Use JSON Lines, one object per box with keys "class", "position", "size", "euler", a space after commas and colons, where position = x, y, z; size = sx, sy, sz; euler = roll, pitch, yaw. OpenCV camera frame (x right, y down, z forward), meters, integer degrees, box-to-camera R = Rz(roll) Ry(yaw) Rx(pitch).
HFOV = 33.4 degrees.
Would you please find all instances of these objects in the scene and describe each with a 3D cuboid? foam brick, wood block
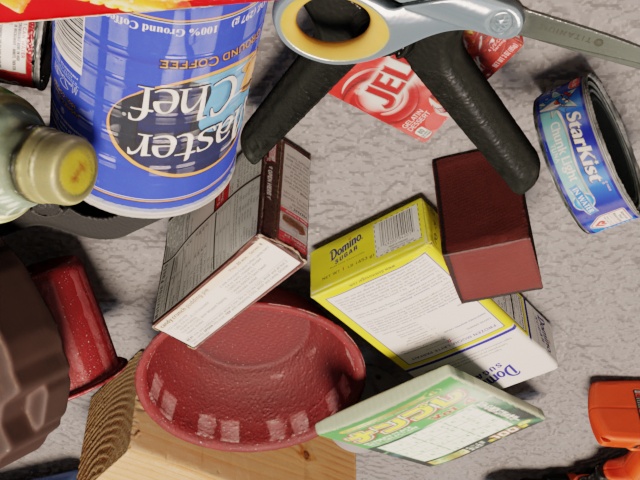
{"class": "foam brick", "position": [0.101, -0.010, 0.647], "size": [0.051, 0.078, 0.053], "euler": [-13, 139, 14]}
{"class": "wood block", "position": [-0.079, 0.179, 0.853], "size": [0.205, 0.091, 0.090], "euler": [26, 132, -26]}

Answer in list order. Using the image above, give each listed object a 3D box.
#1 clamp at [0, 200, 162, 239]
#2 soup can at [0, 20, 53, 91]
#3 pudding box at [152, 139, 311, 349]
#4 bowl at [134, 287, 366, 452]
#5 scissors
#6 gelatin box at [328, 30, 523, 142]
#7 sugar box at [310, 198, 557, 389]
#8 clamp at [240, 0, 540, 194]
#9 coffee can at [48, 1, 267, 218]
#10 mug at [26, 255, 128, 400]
{"class": "clamp", "position": [-0.171, -0.041, 0.645], "size": [0.171, 0.039, 0.120], "euler": [-4, 144, 9]}
{"class": "soup can", "position": [-0.186, -0.117, 0.535], "size": [0.102, 0.068, 0.069], "euler": [9, 138, -8]}
{"class": "pudding box", "position": [-0.054, 0.001, 0.651], "size": [0.039, 0.090, 0.114], "euler": [28, 131, -27]}
{"class": "bowl", "position": [-0.050, 0.082, 0.762], "size": [0.162, 0.055, 0.162], "euler": [-3, 133, -3]}
{"class": "scissors", "position": [0.065, -0.093, 0.490], "size": [0.201, 0.016, 0.096], "euler": [27, 133, -18]}
{"class": "gelatin box", "position": [0.053, -0.101, 0.578], "size": [0.073, 0.030, 0.089], "euler": [24, 133, -24]}
{"class": "sugar box", "position": [0.081, 0.049, 0.739], "size": [0.093, 0.048, 0.176], "euler": [-25, 136, 27]}
{"class": "clamp", "position": [0.043, -0.103, 0.522], "size": [0.164, 0.036, 0.210], "euler": [11, 138, 4]}
{"class": "coffee can", "position": [-0.083, -0.095, 0.533], "size": [0.102, 0.103, 0.140], "euler": [8, 138, -9]}
{"class": "mug", "position": [-0.194, 0.061, 0.713], "size": [0.117, 0.093, 0.081], "euler": [-10, 102, 38]}
